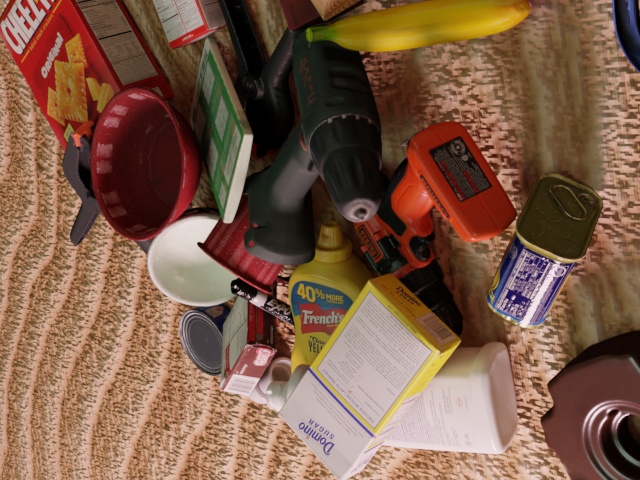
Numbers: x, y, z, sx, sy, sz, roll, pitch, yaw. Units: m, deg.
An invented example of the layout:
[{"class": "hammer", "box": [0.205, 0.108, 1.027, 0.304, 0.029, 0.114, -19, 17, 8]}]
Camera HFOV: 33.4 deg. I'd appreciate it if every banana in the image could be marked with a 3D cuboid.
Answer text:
[{"class": "banana", "box": [0.087, -0.177, 0.878, 0.198, 0.069, 0.037, -3, 110, 33]}]

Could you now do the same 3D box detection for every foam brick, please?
[{"class": "foam brick", "box": [-0.008, -0.236, 0.960, 0.053, 0.051, 0.078, -15, 99, 49]}]

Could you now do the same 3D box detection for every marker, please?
[{"class": "marker", "box": [-0.049, 0.069, 1.120, 0.020, 0.121, 0.020, -26, 48, 33]}]

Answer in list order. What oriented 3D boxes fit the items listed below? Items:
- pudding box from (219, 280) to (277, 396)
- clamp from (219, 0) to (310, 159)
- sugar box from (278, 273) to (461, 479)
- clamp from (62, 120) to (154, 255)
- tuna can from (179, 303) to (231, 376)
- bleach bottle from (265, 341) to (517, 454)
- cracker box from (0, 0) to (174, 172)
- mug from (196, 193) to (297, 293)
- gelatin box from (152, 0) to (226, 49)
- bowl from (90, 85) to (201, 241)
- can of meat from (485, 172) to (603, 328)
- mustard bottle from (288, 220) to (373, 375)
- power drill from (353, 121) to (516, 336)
[{"class": "pudding box", "box": [-0.079, 0.106, 1.175, 0.114, 0.039, 0.090, 122, 154, -49]}, {"class": "clamp", "box": [-0.063, -0.166, 1.062, 0.120, 0.039, 0.172, 44, 137, 36]}, {"class": "sugar box", "box": [0.041, 0.126, 0.971, 0.093, 0.048, 0.176, 45, 122, 21]}, {"class": "clamp", "box": [-0.240, -0.045, 1.239, 0.165, 0.036, 0.210, 21, 140, 20]}, {"class": "tuna can", "box": [-0.129, 0.117, 1.276, 0.086, 0.033, 0.086, 23, 125, 37]}, {"class": "bleach bottle", "box": [0.058, 0.148, 1.029, 0.251, 0.068, 0.102, -2, 110, 30]}, {"class": "cracker box", "box": [-0.279, -0.208, 1.236, 0.164, 0.071, 0.214, -36, 83, 48]}, {"class": "mug", "box": [-0.057, 0.001, 1.098, 0.081, 0.117, 0.093, -56, 26, 2]}, {"class": "gelatin box", "box": [-0.141, -0.252, 1.105, 0.073, 0.030, 0.089, -12, 101, 49]}, {"class": "bowl", "box": [-0.175, -0.081, 1.130, 0.162, 0.055, 0.162, 4, 96, 44]}, {"class": "can of meat", "box": [0.177, 0.009, 0.856, 0.057, 0.102, 0.084, 25, 132, 9]}, {"class": "mustard bottle", "box": [0.014, 0.071, 1.088, 0.096, 0.058, 0.192, 14, 119, 30]}, {"class": "power drill", "box": [0.096, -0.007, 0.934, 0.184, 0.057, 0.188, 58, 153, 8]}]
